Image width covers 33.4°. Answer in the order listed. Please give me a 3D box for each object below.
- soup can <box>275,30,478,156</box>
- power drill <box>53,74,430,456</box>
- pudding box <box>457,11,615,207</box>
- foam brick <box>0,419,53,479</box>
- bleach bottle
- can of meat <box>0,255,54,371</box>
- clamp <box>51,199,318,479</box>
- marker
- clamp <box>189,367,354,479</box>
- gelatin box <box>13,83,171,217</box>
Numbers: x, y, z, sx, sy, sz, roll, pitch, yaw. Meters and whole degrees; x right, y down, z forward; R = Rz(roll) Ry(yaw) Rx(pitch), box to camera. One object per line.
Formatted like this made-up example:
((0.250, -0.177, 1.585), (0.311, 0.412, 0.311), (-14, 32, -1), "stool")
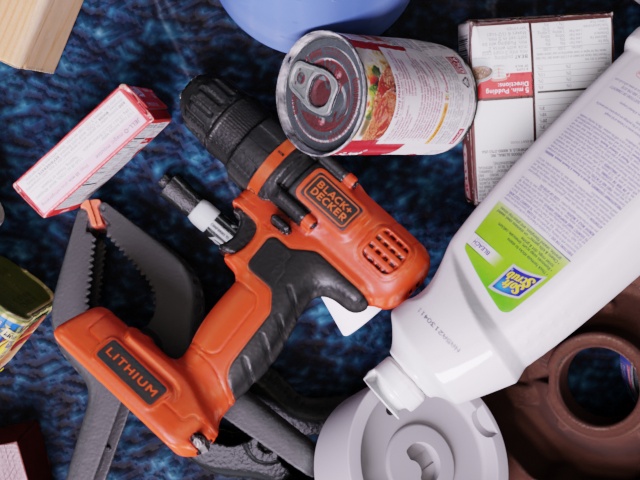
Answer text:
((0.034, -0.082, 0.611), (0.069, 0.102, 0.068), (5, 97, 45), "soup can")
((-0.059, 0.014, 0.611), (0.184, 0.057, 0.187), (42, 78, 13), "power drill")
((0.133, -0.080, 0.650), (0.090, 0.039, 0.113), (-4, 99, -1), "pudding box")
((-0.215, 0.152, 0.677), (0.078, 0.051, 0.053), (-12, 96, 2), "foam brick")
((0.122, -0.002, 0.583), (0.251, 0.103, 0.068), (-41, 137, -2), "bleach bottle")
((-0.211, 0.057, 0.641), (0.057, 0.102, 0.084), (39, 93, -4), "can of meat")
((-0.115, 0.078, 0.644), (0.164, 0.036, 0.210), (-26, 78, -1), "clamp")
((-0.054, 0.001, 0.672), (0.121, 0.020, 0.020), (41, 96, -4), "marker")
((-0.022, 0.116, 0.676), (0.171, 0.039, 0.120), (33, 96, -7), "clamp")
((-0.134, -0.055, 0.639), (0.089, 0.073, 0.030), (-42, 94, 6), "gelatin box")
